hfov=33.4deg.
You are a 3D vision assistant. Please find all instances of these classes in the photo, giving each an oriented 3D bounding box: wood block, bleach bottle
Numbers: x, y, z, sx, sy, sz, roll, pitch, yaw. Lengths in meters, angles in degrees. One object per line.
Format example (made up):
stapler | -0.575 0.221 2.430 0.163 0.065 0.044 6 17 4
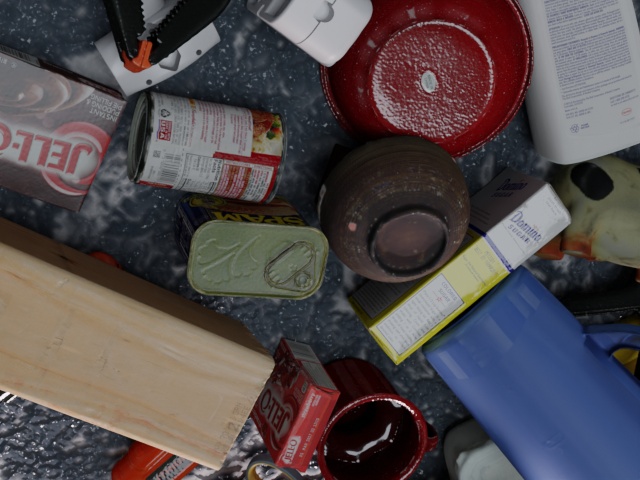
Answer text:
wood block | -0.149 0.070 0.733 0.205 0.091 0.090 26 94 -23
bleach bottle | 0.193 -0.190 0.813 0.102 0.068 0.251 -19 112 -10

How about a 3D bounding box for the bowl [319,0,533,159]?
bowl | 0.079 -0.123 0.782 0.162 0.055 0.162 1 115 1

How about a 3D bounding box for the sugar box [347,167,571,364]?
sugar box | 0.107 0.017 0.845 0.176 0.093 0.048 -37 105 0

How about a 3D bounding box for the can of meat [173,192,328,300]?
can of meat | -0.055 0.001 0.795 0.102 0.084 0.057 4 109 -19

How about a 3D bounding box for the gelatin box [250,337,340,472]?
gelatin box | -0.023 0.130 0.852 0.030 0.089 0.073 19 104 -23

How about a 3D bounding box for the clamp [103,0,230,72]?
clamp | -0.083 -0.210 0.707 0.164 0.036 0.210 11 87 -22

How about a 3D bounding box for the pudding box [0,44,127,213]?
pudding box | -0.204 -0.080 0.743 0.113 0.039 0.090 21 103 -23

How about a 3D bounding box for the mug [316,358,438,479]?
mug | 0.042 0.151 0.884 0.117 0.081 0.093 9 107 -20

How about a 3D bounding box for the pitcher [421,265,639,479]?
pitcher | 0.204 0.132 0.849 0.149 0.145 0.243 -43 92 -20

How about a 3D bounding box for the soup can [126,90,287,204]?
soup can | -0.083 -0.067 0.770 0.102 0.068 0.068 8 107 -20
